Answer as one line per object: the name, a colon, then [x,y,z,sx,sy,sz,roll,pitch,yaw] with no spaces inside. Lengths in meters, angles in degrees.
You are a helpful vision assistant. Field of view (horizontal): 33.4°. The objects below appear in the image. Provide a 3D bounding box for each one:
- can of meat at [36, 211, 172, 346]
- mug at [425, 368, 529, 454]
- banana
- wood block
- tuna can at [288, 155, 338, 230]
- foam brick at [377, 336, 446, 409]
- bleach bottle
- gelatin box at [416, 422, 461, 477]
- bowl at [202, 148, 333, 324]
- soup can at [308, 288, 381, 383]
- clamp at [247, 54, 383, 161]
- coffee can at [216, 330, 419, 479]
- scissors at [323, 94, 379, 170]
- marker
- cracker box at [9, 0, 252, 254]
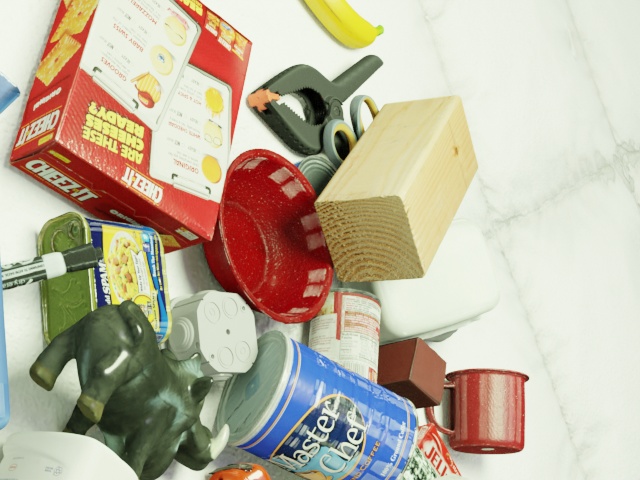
can of meat: [-0.164,0.034,0.820,0.083,0.058,0.102,9,68,-51]
mug: [0.170,0.187,1.161,0.117,0.093,0.081,9,71,-16]
banana: [0.004,-0.273,1.177,0.197,0.037,0.069,44,28,-33]
wood block: [0.080,-0.054,1.045,0.205,0.090,0.091,-56,135,-50]
tuna can: [-0.008,-0.039,1.064,0.086,0.034,0.086,24,58,-45]
foam brick: [0.078,0.136,1.064,0.053,0.078,0.051,44,47,-32]
bleach bottle: [-0.210,0.240,0.659,0.068,0.103,0.250,52,48,-33]
gelatin box: [0.112,0.245,1.100,0.073,0.030,0.089,-44,111,-50]
bowl: [-0.056,0.001,0.964,0.161,0.055,0.162,27,56,-48]
soup can: [0.022,0.105,1.014,0.068,0.069,0.102,30,54,-41]
clamp: [0.009,-0.122,1.116,0.209,0.036,0.164,-4,84,-50]
coffee can: [-0.002,0.152,0.909,0.140,0.103,0.102,30,52,-22]
scissors: [0.047,-0.050,1.117,0.096,0.016,0.202,-18,104,-45]
marker: [-0.211,0.024,0.745,0.121,0.020,0.020,-15,88,-21]
cracker box: [-0.150,-0.119,0.888,0.164,0.072,0.213,35,51,-38]
